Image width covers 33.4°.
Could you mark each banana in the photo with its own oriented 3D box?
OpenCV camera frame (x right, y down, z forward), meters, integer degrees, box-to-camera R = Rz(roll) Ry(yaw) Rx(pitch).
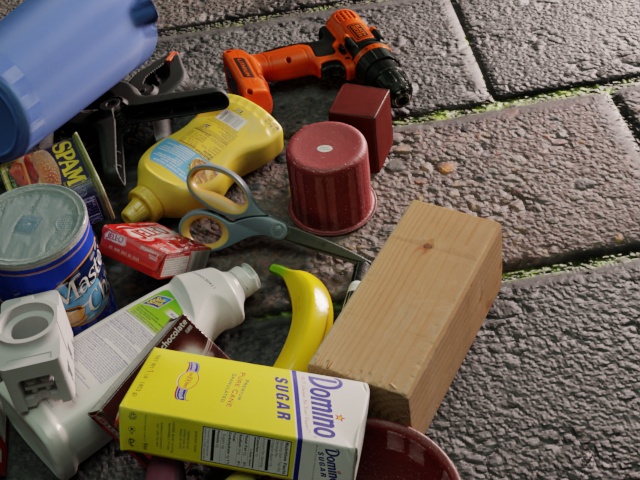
[{"bbox_3d":[-0.025,0.094,0.957,0.070,0.037,0.197,-15,39,23],"label":"banana"}]

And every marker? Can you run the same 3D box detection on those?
[{"bbox_3d":[0.029,0.066,0.987,0.020,0.020,0.121,6,46,13],"label":"marker"}]

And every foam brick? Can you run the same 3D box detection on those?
[{"bbox_3d":[0.043,-0.119,1.126,0.053,0.078,0.051,12,50,18],"label":"foam brick"}]

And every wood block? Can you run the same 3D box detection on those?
[{"bbox_3d":[0.079,0.071,0.925,0.091,0.090,0.205,17,50,23],"label":"wood block"}]

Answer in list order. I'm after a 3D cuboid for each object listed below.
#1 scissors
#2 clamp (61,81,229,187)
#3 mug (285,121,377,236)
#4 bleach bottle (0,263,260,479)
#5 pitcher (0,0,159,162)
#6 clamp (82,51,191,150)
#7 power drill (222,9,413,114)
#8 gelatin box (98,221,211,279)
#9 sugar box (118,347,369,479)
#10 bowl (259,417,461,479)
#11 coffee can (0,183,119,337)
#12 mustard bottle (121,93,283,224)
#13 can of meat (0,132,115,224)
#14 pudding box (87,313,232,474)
[{"bbox_3d":[-0.057,0.001,1.054,0.202,0.096,0.016,36,13,6],"label":"scissors"},{"bbox_3d":[-0.221,-0.126,1.141,0.210,0.036,0.164,16,48,35],"label":"clamp"},{"bbox_3d":[0.005,-0.073,1.082,0.093,0.081,0.117,-18,46,-10],"label":"mug"},{"bbox_3d":[-0.153,0.099,0.948,0.250,0.068,0.103,-34,50,-27],"label":"bleach bottle"},{"bbox_3d":[-0.288,-0.182,1.095,0.145,0.149,0.242,33,42,0],"label":"pitcher"},{"bbox_3d":[-0.207,-0.155,1.223,0.120,0.039,0.171,2,42,12],"label":"clamp"},{"bbox_3d":[-0.006,-0.188,1.217,0.187,0.057,0.184,-17,42,-13],"label":"power drill"},{"bbox_3d":[-0.158,0.008,1.023,0.073,0.030,0.089,23,12,21],"label":"gelatin box"},{"bbox_3d":[-0.054,0.131,0.803,0.176,0.048,0.093,6,25,6],"label":"sugar box"},{"bbox_3d":[0.030,0.216,0.812,0.162,0.055,0.162,-4,45,4],"label":"bowl"},{"bbox_3d":[-0.246,0.034,0.968,0.103,0.140,0.103,-4,45,3],"label":"coffee can"},{"bbox_3d":[-0.133,-0.077,1.120,0.096,0.058,0.191,33,57,24],"label":"mustard bottle"},{"bbox_3d":[-0.257,-0.048,1.037,0.084,0.057,0.102,-23,47,-12],"label":"can of meat"},{"bbox_3d":[-0.123,0.132,0.888,0.113,0.090,0.039,-52,16,-31],"label":"pudding box"}]
